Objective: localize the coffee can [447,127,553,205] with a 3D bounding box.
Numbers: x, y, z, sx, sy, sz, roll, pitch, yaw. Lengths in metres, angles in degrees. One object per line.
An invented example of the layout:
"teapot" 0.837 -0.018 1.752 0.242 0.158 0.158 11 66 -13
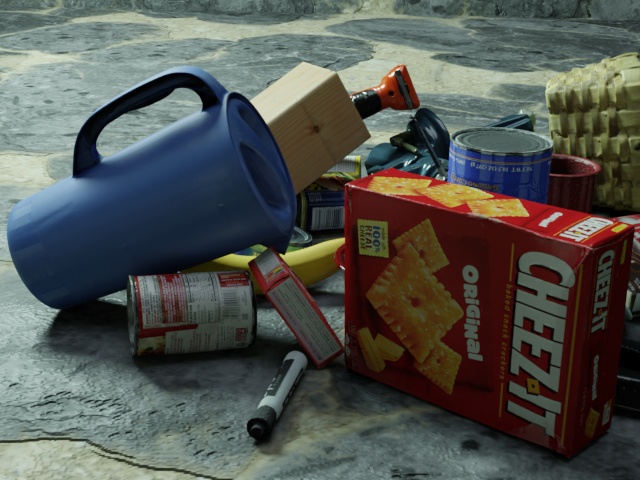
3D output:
"coffee can" 0.177 -0.034 1.078 0.103 0.140 0.103 2 20 -1

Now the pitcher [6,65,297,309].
"pitcher" -0.155 -0.036 0.945 0.243 0.149 0.145 -21 -25 15

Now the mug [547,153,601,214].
"mug" 0.272 -0.051 1.219 0.093 0.081 0.117 12 22 27

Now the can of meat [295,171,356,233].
"can of meat" 0.001 -0.044 1.219 0.083 0.057 0.102 -3 20 -20

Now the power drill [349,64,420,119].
"power drill" 0.026 -0.157 1.325 0.187 0.057 0.184 -23 9 4

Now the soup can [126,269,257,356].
"soup can" -0.109 0.060 0.898 0.102 0.068 0.068 -3 20 -14

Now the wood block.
"wood block" -0.061 -0.094 1.162 0.206 0.090 0.090 -38 29 -12

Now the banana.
"banana" -0.063 0.019 1.021 0.197 0.069 0.037 8 2 -6

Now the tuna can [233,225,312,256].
"tuna can" -0.052 0.002 1.085 0.086 0.034 0.086 15 14 -4

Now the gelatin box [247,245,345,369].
"gelatin box" -0.020 0.055 0.894 0.030 0.089 0.073 -36 23 -1

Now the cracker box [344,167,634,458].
"cracker box" 0.116 0.048 0.808 0.214 0.164 0.071 18 27 38

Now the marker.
"marker" -0.032 0.117 0.814 0.020 0.020 0.121 6 20 11
